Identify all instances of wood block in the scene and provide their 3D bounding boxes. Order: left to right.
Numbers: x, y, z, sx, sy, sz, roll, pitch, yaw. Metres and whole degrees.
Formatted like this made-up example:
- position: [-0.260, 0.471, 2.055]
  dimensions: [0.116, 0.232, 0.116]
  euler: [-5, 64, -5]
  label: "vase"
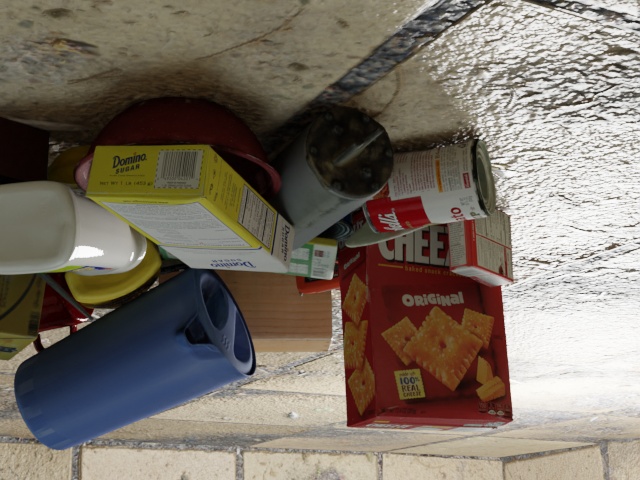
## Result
- position: [-0.091, 0.086, 1.300]
  dimensions: [0.206, 0.090, 0.091]
  euler: [0, 164, -3]
  label: "wood block"

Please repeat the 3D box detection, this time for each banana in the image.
- position: [-0.150, -0.045, 0.932]
  dimensions: [0.197, 0.037, 0.070]
  euler: [19, 153, -30]
  label: "banana"

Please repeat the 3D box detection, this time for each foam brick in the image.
- position: [-0.263, -0.066, 0.852]
  dimensions: [0.078, 0.051, 0.053]
  euler: [15, 156, -43]
  label: "foam brick"

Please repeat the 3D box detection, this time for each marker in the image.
- position: [-0.148, 0.023, 1.209]
  dimensions: [0.121, 0.020, 0.020]
  euler: [-10, 161, 29]
  label: "marker"

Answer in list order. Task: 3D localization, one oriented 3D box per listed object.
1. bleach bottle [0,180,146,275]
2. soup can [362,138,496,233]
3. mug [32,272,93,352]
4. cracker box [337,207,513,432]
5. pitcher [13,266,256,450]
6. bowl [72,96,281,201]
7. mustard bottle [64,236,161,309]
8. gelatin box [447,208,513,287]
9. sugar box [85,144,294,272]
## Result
- position: [-0.204, -0.001, 0.907]
  dimensions: [0.103, 0.068, 0.250]
  euler: [-4, 175, 12]
  label: "bleach bottle"
- position: [0.092, -0.046, 0.908]
  dimensions: [0.102, 0.068, 0.068]
  euler: [-8, 162, 21]
  label: "soup can"
- position: [-0.306, 0.072, 1.205]
  dimensions: [0.082, 0.117, 0.093]
  euler: [-12, 174, 17]
  label: "mug"
- position: [0.106, 0.082, 1.082]
  dimensions: [0.164, 0.213, 0.072]
  euler: [7, 160, -26]
  label: "cracker box"
- position: [-0.198, 0.130, 1.154]
  dimensions: [0.243, 0.145, 0.149]
  euler: [-26, 135, 11]
  label: "pitcher"
- position: [-0.111, -0.070, 0.840]
  dimensions: [0.162, 0.055, 0.162]
  euler: [0, 163, 0]
  label: "bowl"
- position: [-0.222, 0.040, 1.164]
  dimensions: [0.096, 0.058, 0.192]
  euler: [-26, 177, -11]
  label: "mustard bottle"
- position: [0.159, 0.002, 1.061]
  dimensions: [0.030, 0.073, 0.089]
  euler: [-13, 160, 35]
  label: "gelatin box"
- position: [-0.092, -0.021, 0.812]
  dimensions: [0.093, 0.048, 0.176]
  euler: [2, 165, 19]
  label: "sugar box"
